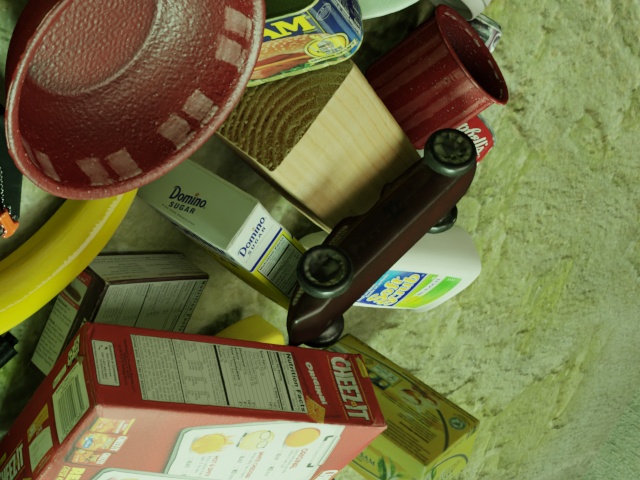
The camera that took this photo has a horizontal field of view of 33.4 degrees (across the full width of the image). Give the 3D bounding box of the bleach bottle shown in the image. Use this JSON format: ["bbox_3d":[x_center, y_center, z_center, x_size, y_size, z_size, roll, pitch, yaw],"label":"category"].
[{"bbox_3d":[0.044,0.025,0.976,0.103,0.068,0.250,-35,158,32],"label":"bleach bottle"}]

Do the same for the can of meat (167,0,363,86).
[{"bbox_3d":[-0.032,-0.140,0.655,0.083,0.102,0.057,33,48,-66],"label":"can of meat"}]

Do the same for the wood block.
[{"bbox_3d":[0.001,-0.069,0.785,0.090,0.091,0.206,-53,152,-2],"label":"wood block"}]

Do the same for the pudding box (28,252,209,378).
[{"bbox_3d":[-0.139,0.055,0.751,0.113,0.039,0.090,-2,121,-59],"label":"pudding box"}]

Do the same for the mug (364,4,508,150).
[{"bbox_3d":[0.088,-0.134,0.851,0.082,0.117,0.093,-33,133,27],"label":"mug"}]

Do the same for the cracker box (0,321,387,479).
[{"bbox_3d":[-0.090,0.134,0.726,0.213,0.072,0.164,10,136,-33],"label":"cracker box"}]

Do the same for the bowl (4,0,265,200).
[{"bbox_3d":[-0.108,-0.101,0.569,0.162,0.055,0.162,-34,151,-22],"label":"bowl"}]

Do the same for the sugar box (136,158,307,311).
[{"bbox_3d":[-0.055,0.001,0.769,0.048,0.093,0.176,-57,152,-4],"label":"sugar box"}]

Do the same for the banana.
[{"bbox_3d":[-0.176,0.011,0.645,0.197,0.037,0.070,-38,149,-31],"label":"banana"}]
